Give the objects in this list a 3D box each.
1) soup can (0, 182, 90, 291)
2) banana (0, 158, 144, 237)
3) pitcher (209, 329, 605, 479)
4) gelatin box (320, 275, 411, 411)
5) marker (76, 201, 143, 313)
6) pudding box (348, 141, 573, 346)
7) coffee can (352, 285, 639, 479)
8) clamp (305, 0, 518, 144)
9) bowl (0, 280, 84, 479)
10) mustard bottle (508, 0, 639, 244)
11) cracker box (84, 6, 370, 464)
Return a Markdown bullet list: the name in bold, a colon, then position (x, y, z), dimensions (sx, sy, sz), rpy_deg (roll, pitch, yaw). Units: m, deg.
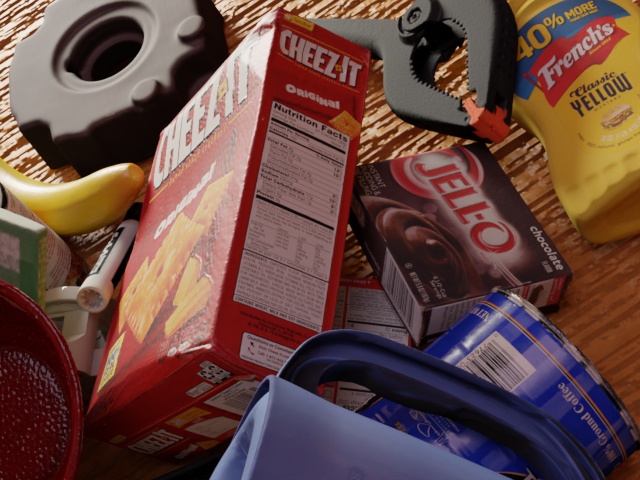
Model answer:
- **soup can**: position (-0.204, 0.011, 0.689), dimensions (0.069, 0.102, 0.068), rpy_deg (-12, 55, 17)
- **banana**: position (-0.193, -0.035, 0.739), dimensions (0.198, 0.069, 0.037), rpy_deg (15, 35, 35)
- **pitcher**: position (0.067, 0.142, 0.396), dimensions (0.242, 0.145, 0.149), rpy_deg (21, 97, -6)
- **gelatin box**: position (0.013, 0.064, 0.591), dimensions (0.073, 0.030, 0.089), rpy_deg (6, 60, 3)
- **marker**: position (-0.128, 0.007, 0.679), dimensions (0.020, 0.020, 0.121), rpy_deg (-15, 25, 14)
- **pudding box**: position (0.072, -0.001, 0.595), dimensions (0.090, 0.039, 0.113), rpy_deg (-13, 51, -16)
- **coffee can**: position (0.064, 0.105, 0.506), dimensions (0.140, 0.102, 0.103), rpy_deg (-40, 52, -5)
- **clamp**: position (0.074, -0.141, 0.666), dimensions (0.165, 0.036, 0.210), rpy_deg (-49, 41, 18)
- **bowl**: position (-0.186, 0.099, 0.568), dimensions (0.162, 0.055, 0.162), rpy_deg (-3, 80, 17)
- **mustard bottle**: position (0.156, -0.094, 0.625), dimensions (0.096, 0.058, 0.192), rpy_deg (-30, 50, 13)
- **cracker box**: position (-0.054, 0.001, 0.600), dimensions (0.164, 0.072, 0.213), rpy_deg (-35, 39, 50)
